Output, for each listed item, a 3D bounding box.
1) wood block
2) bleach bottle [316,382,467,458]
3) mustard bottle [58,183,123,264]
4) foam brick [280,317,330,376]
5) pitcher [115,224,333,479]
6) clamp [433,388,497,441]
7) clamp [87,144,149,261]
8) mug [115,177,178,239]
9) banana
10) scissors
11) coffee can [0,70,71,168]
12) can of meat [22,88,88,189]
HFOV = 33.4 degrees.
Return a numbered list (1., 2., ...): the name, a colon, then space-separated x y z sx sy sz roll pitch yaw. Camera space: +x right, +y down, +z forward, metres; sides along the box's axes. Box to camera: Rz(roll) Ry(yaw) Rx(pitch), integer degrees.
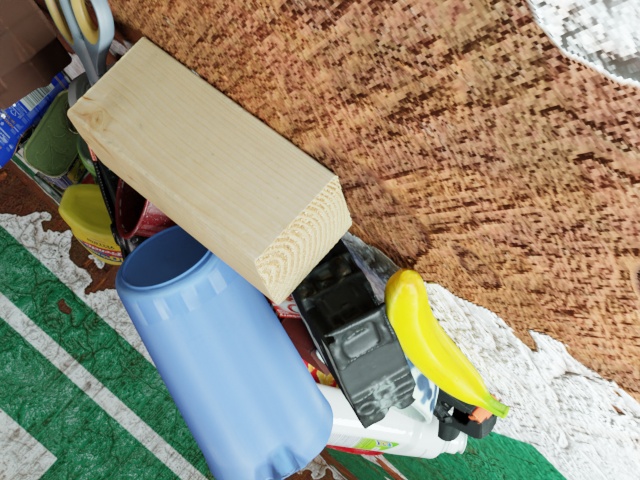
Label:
1. wood block: -0.086 -0.055 0.833 0.206 0.090 0.090 37 167 22
2. bleach bottle: 0.034 0.198 1.169 0.250 0.068 0.103 12 160 -8
3. mustard bottle: -0.247 -0.011 1.259 0.096 0.058 0.192 17 166 -1
4. foam brick: 0.007 0.082 1.046 0.051 0.078 0.053 36 166 34
5. pitcher: -0.094 0.101 0.994 0.149 0.144 0.243 -2 128 32
6. clamp: 0.127 0.163 1.037 0.120 0.039 0.172 45 167 -20
7. clamp: -0.196 -0.007 1.103 0.165 0.036 0.210 24 133 66
8. mug: -0.134 -0.050 0.997 0.081 0.117 0.093 10 -142 -28
9. banana: 0.093 0.079 0.876 0.070 0.037 0.197 3 145 41
10. scissors: -0.176 -0.136 0.880 0.096 0.016 0.201 5 124 55
11. coffee can: -0.368 -0.158 1.236 0.103 0.140 0.103 40 168 10
12. can of meat: -0.291 -0.114 1.236 0.057 0.102 0.084 29 171 4
